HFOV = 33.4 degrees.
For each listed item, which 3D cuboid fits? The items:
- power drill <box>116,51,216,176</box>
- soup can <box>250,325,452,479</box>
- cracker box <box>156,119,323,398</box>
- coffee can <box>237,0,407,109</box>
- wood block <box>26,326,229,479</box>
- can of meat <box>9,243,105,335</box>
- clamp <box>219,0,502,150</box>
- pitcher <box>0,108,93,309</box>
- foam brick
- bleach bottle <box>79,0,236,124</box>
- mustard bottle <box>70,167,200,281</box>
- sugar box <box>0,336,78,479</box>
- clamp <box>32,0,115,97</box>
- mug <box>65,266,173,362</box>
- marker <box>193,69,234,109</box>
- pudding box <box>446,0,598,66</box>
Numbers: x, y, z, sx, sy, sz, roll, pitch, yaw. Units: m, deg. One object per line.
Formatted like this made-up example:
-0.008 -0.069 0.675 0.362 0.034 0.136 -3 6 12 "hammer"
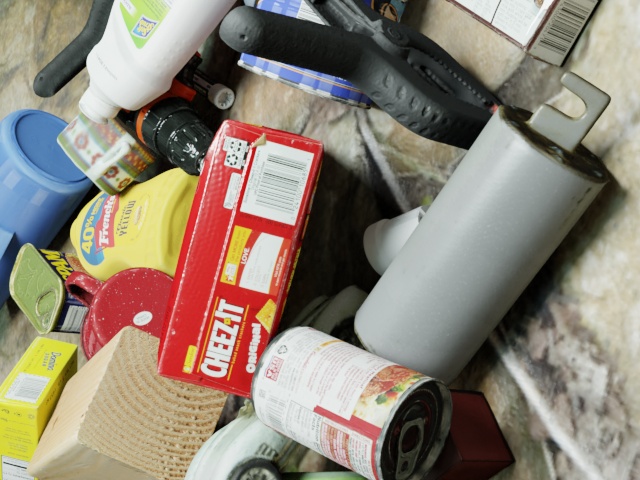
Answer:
-0.103 -0.163 0.898 0.185 0.057 0.188 41 102 40 "power drill"
0.017 0.097 0.631 0.102 0.068 0.068 19 97 38 "soup can"
-0.055 0.001 0.741 0.214 0.072 0.164 -117 42 -83 "cracker box"
0.011 -0.176 0.759 0.103 0.102 0.140 31 106 47 "coffee can"
-0.152 0.144 0.821 0.206 0.090 0.090 -36 29 61 "wood block"
-0.232 0.049 1.007 0.102 0.083 0.057 38 111 46 "can of meat"
0.030 -0.112 0.652 0.036 0.210 0.164 -49 14 32 "clamp"
-0.339 -0.016 1.108 0.243 0.144 0.149 -43 73 32 "pitcher"
0.070 0.134 0.669 0.078 0.051 0.053 -47 51 33 "foam brick"
-0.115 -0.201 0.844 0.251 0.068 0.103 -50 54 19 "bleach bottle"
-0.173 -0.010 0.969 0.192 0.058 0.096 -5 67 49 "mustard bottle"
-0.253 0.185 0.961 0.093 0.048 0.176 -69 -13 -57 "sugar box"
-0.205 -0.196 1.010 0.039 0.120 0.171 30 107 12 "clamp"
-0.160 0.063 0.882 0.093 0.117 0.082 -53 0 -22 "mug"
-0.115 -0.147 0.961 0.121 0.020 0.020 37 110 46 "marker"
0.138 -0.179 0.664 0.090 0.039 0.114 48 116 43 "pudding box"
